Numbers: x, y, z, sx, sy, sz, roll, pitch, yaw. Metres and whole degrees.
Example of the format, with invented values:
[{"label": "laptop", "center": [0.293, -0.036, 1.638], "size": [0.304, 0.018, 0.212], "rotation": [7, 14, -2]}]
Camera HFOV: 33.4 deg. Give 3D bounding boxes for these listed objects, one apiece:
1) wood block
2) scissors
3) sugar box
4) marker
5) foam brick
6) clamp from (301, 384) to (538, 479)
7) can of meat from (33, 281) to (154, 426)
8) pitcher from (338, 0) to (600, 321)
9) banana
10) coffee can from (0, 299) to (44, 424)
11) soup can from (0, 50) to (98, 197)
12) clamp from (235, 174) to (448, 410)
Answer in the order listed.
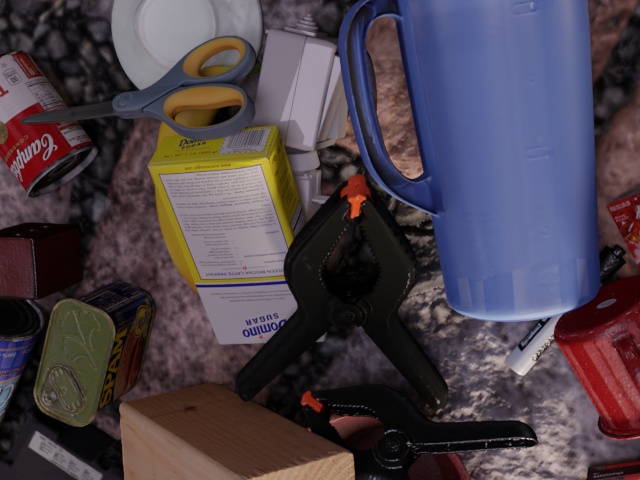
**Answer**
[{"label": "wood block", "center": [-0.067, 0.178, 0.794], "size": [0.206, 0.090, 0.090], "rotation": [13, 108, 57]}, {"label": "scissors", "center": [-0.130, -0.116, 0.799], "size": [0.202, 0.016, 0.096], "rotation": [10, 64, 29]}, {"label": "sugar box", "center": [-0.055, 0.001, 0.803], "size": [0.093, 0.048, 0.176], "rotation": [-3, 130, 18]}, {"label": "marker", "center": [0.182, 0.051, 0.790], "size": [0.020, 0.020, 0.121], "rotation": [40, 109, 7]}, {"label": "foam brick", "center": [-0.239, 0.016, 0.884], "size": [0.053, 0.078, 0.051], "rotation": [1, 100, 15]}, {"label": "clamp", "center": [0.056, 0.161, 0.758], "size": [0.172, 0.039, 0.120], "rotation": [14, 61, 27]}, {"label": "can of meat", "center": [-0.182, 0.090, 0.876], "size": [0.057, 0.083, 0.102], "rotation": [19, 105, 13]}, {"label": "pitcher", "center": [0.116, -0.071, 0.730], "size": [0.149, 0.144, 0.243], "rotation": [-1, 103, 34]}, {"label": "banana", "center": [-0.100, -0.055, 0.842], "size": [0.070, 0.037, 0.198], "rotation": [22, 112, 24]}, {"label": "coffee can", "center": [-0.309, 0.113, 0.910], "size": [0.103, 0.102, 0.140], "rotation": [30, 107, 10]}, {"label": "soup can", "center": [-0.238, -0.095, 0.868], "size": [0.069, 0.068, 0.102], "rotation": [-37, 87, 20]}, {"label": "clamp", "center": [0.030, 0.049, 0.779], "size": [0.164, 0.036, 0.210], "rotation": [8, 126, -5]}]
